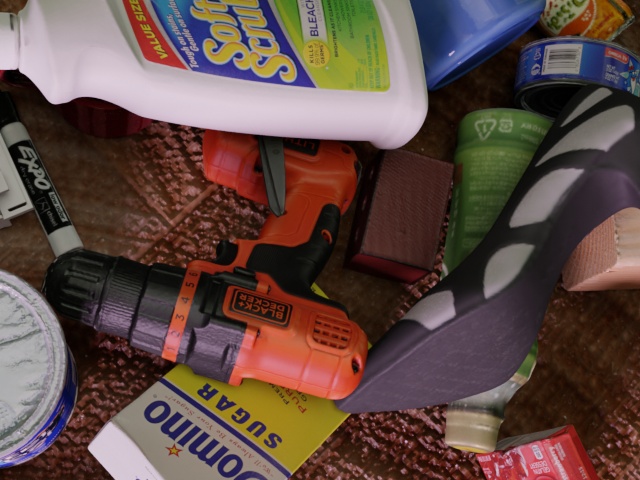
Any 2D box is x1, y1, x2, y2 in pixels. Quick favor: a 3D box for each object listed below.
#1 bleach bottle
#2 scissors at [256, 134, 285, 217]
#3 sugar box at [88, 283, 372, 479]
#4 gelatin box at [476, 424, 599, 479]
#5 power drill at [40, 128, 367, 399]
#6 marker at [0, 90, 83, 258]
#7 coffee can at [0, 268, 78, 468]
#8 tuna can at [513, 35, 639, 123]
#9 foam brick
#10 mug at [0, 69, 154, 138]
[{"bbox_3d":[-0.067,-0.105,0.622,0.250,0.068,0.102,-2,74,-21],"label":"bleach bottle"},{"bbox_3d":[-0.054,-0.095,0.688,0.096,0.016,0.201,9,49,3],"label":"scissors"},{"bbox_3d":[-0.042,0.098,0.634,0.093,0.048,0.175,46,44,4],"label":"sugar box"},{"bbox_3d":[0.141,0.158,0.667,0.030,0.089,0.073,-21,82,-23],"label":"gelatin box"},{"bbox_3d":[-0.054,0.001,0.644,0.184,0.057,0.187,18,44,-5],"label":"power drill"},{"bbox_3d":[-0.188,-0.045,0.693,0.020,0.020,0.121,-25,83,-14],"label":"marker"},{"bbox_3d":[-0.192,0.076,0.602,0.102,0.140,0.103,2,77,-10],"label":"coffee can"},{"bbox_3d":[0.177,-0.108,0.736,0.086,0.086,0.034,12,77,-7],"label":"tuna can"},{"bbox_3d":[0.052,-0.017,0.711,0.051,0.053,0.078,15,75,-6],"label":"foam brick"},{"bbox_3d":[-0.147,-0.113,0.683,0.117,0.081,0.093,-9,79,-12],"label":"mug"}]
